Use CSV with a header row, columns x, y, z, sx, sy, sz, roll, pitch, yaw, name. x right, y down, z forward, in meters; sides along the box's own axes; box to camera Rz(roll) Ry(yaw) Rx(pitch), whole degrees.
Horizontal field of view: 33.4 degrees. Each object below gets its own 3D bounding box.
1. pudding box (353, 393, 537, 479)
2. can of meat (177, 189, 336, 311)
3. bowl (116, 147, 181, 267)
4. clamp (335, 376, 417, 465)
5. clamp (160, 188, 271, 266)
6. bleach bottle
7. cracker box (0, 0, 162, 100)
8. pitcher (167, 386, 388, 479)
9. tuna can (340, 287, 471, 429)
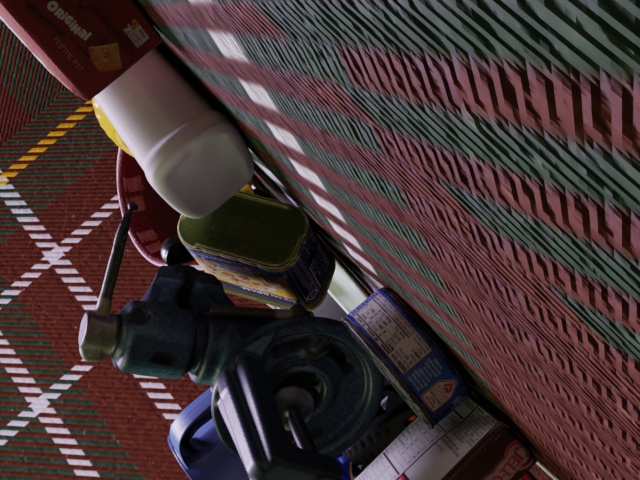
x,y,z,sx,sy,sz,roll,pitch,yaw,name
0.067,0.144,0.643,0.039,0.113,0.090,47,178,-13,pudding box
-0.048,0.006,0.790,0.102,0.057,0.084,15,161,18,can of meat
-0.133,-0.056,1.023,0.055,0.162,0.162,-7,-139,-39,bowl
0.034,0.139,0.822,0.036,0.164,0.210,46,168,-8,clamp
-0.056,0.001,0.916,0.120,0.039,0.171,26,-154,2,clamp
-0.148,-0.131,0.762,0.251,0.068,0.102,50,177,21,bleach bottle
-0.211,-0.202,0.666,0.214,0.072,0.164,45,176,37,cracker box
-0.032,0.171,1.088,0.145,0.243,0.149,49,177,0,pitcher
0.052,0.070,0.641,0.086,0.033,0.086,51,176,5,tuna can
